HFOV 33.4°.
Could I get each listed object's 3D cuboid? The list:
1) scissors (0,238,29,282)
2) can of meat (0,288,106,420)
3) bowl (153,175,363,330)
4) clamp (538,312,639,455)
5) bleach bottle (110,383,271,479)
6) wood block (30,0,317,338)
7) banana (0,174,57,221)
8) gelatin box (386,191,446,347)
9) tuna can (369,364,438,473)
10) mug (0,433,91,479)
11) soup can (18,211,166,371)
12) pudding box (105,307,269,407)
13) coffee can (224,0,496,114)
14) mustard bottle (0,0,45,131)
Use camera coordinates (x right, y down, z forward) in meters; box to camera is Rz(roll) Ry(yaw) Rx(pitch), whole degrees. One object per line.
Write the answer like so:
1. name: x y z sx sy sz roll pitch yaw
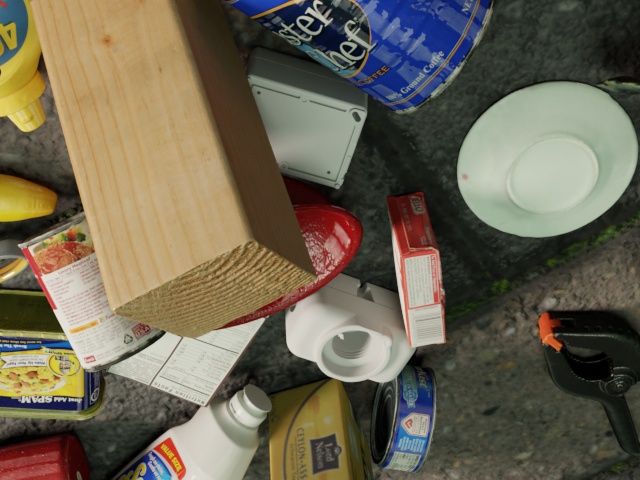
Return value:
1. scissors: -0.310 0.035 0.782 0.202 0.016 0.096 -20 154 11
2. can of meat: -0.217 0.087 0.820 0.102 0.057 0.084 4 124 -6
3. bowl: -0.055 0.001 0.731 0.162 0.055 0.162 -19 155 -9
4. clamp: 0.242 0.117 0.882 0.171 0.039 0.120 24 117 -13
5. bleach bottle: -0.130 0.208 0.901 0.068 0.102 0.251 29 114 -31
6. wood block: -0.087 -0.060 0.618 0.090 0.206 0.090 -26 157 15
7. banana: -0.288 -0.017 0.755 0.198 0.037 0.069 -17 149 11
8. gelatin box: 0.071 0.021 0.779 0.030 0.073 0.089 -8 126 1
9. tuna can: 0.066 0.142 0.860 0.033 0.086 0.086 10 125 -8
10. mug: -0.236 0.219 0.886 0.081 0.117 0.093 -12 163 -1
11. soup can: -0.159 0.033 0.754 0.068 0.068 0.102 -23 100 13
12. pudding box: -0.103 0.070 0.826 0.090 0.039 0.114 23 123 -20
13. coffee can: 0.017 -0.153 0.629 0.140 0.103 0.103 30 119 -23
14. mustard bottle: -0.221 -0.147 0.646 0.096 0.058 0.191 -22 125 4
